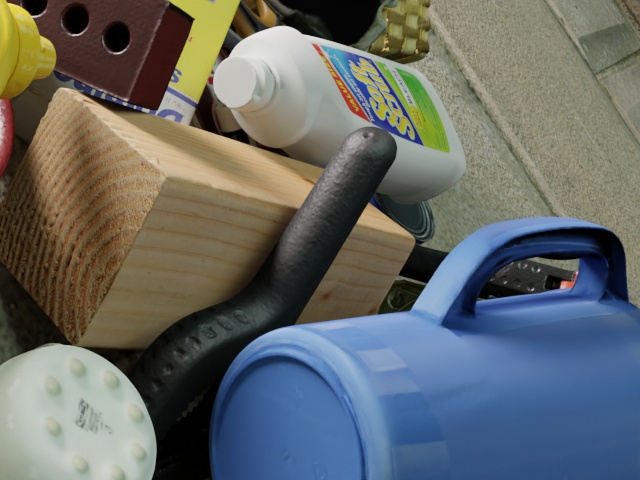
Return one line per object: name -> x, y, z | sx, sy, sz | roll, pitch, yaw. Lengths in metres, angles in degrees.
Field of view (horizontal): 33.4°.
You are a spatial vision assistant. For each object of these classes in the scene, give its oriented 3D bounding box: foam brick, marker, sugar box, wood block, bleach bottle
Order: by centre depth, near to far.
foam brick -> -0.109, -0.103, 0.515 | 0.078, 0.053, 0.051 | 24, 6, 7
wood block -> -0.053, 0.000, 0.559 | 0.091, 0.090, 0.205 | 39, 16, 34
sugar box -> -0.108, -0.115, 0.618 | 0.093, 0.048, 0.176 | 36, 48, -27
marker -> -0.040, -0.029, 0.671 | 0.020, 0.020, 0.121 | -53, 131, -61
bleach bottle -> 0.013, -0.079, 0.692 | 0.250, 0.068, 0.102 | 0, 65, -63

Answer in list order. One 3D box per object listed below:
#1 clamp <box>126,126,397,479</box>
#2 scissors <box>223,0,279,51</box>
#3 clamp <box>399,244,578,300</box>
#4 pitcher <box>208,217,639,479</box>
clamp -> -0.031, 0.046, 0.509 | 0.036, 0.164, 0.209 | 32, 50, 33
scissors -> -0.024, -0.119, 0.756 | 0.201, 0.016, 0.096 | 50, 32, -17
clamp -> 0.120, 0.032, 0.788 | 0.120, 0.172, 0.039 | 22, 82, -52
pitcher -> 0.070, 0.080, 0.519 | 0.242, 0.145, 0.149 | 2, 60, -46
